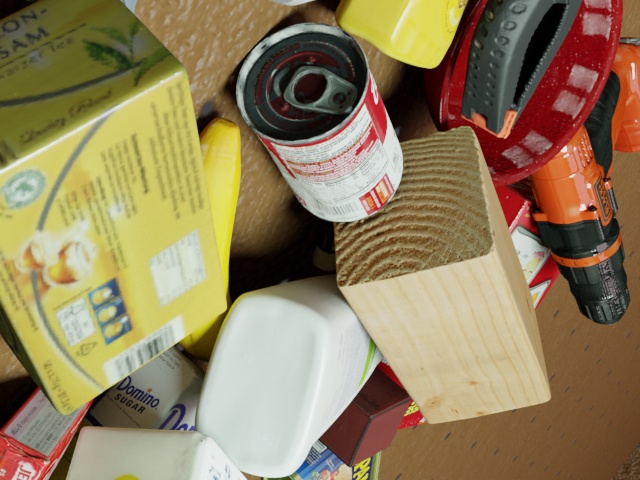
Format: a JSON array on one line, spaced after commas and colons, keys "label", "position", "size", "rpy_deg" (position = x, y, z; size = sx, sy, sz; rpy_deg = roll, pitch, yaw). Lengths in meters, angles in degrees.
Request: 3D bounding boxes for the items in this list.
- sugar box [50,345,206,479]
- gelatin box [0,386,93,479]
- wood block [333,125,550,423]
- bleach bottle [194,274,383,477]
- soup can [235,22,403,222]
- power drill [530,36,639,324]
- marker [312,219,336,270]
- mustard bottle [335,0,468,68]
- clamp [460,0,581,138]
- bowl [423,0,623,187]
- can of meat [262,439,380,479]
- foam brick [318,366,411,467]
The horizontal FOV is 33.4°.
[{"label": "sugar box", "position": [-0.125, 0.148, 0.636], "size": [0.176, 0.048, 0.093], "rpy_deg": [-47, 151, -9]}, {"label": "gelatin box", "position": [-0.149, 0.115, 0.532], "size": [0.073, 0.030, 0.089], "rpy_deg": [-60, -176, 13]}, {"label": "wood block", "position": [0.081, 0.031, 0.677], "size": [0.090, 0.091, 0.206], "rpy_deg": [-13, 145, 14]}, {"label": "bleach bottle", "position": [0.003, 0.073, 0.689], "size": [0.250, 0.068, 0.102], "rpy_deg": [-5, 112, -74]}, {"label": "soup can", "position": [0.003, -0.059, 0.567], "size": [0.068, 0.069, 0.102], "rpy_deg": [-49, 154, -8]}, {"label": "power drill", "position": [0.219, -0.054, 0.821], "size": [0.187, 0.057, 0.184], "rpy_deg": [-58, 135, -40]}, {"label": "marker", "position": [0.014, -0.031, 0.672], "size": [0.020, 0.020, 0.121], "rpy_deg": [-29, 145, -39]}, {"label": "mustard bottle", "position": [0.078, -0.184, 0.543], "size": [0.192, 0.058, 0.096], "rpy_deg": [-62, 164, 15]}, {"label": "clamp", "position": [0.129, -0.153, 0.569], "size": [0.164, 0.036, 0.210], "rpy_deg": [-35, 150, -44]}, {"label": "bowl", "position": [0.117, -0.117, 0.670], "size": [0.161, 0.055, 0.162], "rpy_deg": [-24, 132, -31]}, {"label": "can of meat", "position": [0.000, 0.186, 0.873], "size": [0.083, 0.057, 0.102], "rpy_deg": [-35, 148, -28]}, {"label": "foam brick", "position": [0.018, 0.119, 0.796], "size": [0.052, 0.078, 0.051], "rpy_deg": [-17, 137, -47]}]
